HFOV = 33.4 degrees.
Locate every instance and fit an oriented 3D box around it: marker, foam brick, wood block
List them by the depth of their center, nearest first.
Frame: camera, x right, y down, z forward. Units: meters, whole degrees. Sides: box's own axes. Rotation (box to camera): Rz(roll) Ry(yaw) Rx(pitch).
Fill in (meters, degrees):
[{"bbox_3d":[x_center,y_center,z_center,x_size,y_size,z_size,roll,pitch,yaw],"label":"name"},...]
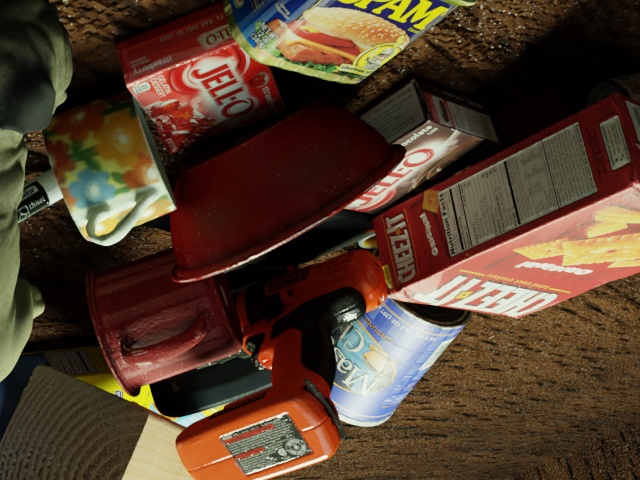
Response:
[{"bbox_3d":[-0.199,-0.006,0.615,0.121,0.020,0.020,-36,167,-29],"label":"marker"},{"bbox_3d":[0.161,-0.068,0.794,0.051,0.053,0.078,-20,158,1],"label":"foam brick"},{"bbox_3d":[-0.154,0.165,0.799,0.091,0.090,0.206,20,167,14],"label":"wood block"}]

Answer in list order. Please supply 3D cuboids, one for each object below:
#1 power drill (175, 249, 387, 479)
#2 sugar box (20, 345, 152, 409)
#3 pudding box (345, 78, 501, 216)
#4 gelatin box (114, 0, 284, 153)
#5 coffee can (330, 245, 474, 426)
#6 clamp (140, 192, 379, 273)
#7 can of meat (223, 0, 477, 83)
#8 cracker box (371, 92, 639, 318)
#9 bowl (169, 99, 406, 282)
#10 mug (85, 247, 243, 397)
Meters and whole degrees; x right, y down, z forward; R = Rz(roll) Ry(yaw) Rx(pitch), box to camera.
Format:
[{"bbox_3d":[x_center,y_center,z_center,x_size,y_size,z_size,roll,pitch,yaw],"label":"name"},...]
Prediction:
[{"bbox_3d":[-0.044,0.089,0.755,0.185,0.187,0.057,-24,116,21],"label":"power drill"},{"bbox_3d":[-0.231,0.140,0.918,0.175,0.048,0.093,-5,129,-40],"label":"sugar box"},{"bbox_3d":[0.053,-0.060,0.737,0.114,0.039,0.089,-34,154,32],"label":"pudding box"},{"bbox_3d":[-0.064,-0.088,0.585,0.073,0.030,0.089,-21,159,0],"label":"gelatin box"},{"bbox_3d":[0.056,0.083,0.949,0.102,0.103,0.140,-1,137,-40],"label":"coffee can"},{"bbox_3d":[-0.055,0.001,0.791,0.209,0.036,0.165,-7,155,-22],"label":"clamp"},{"bbox_3d":[0.013,-0.126,0.530,0.101,0.057,0.084,6,149,-47],"label":"can of meat"},{"bbox_3d":[0.171,-0.011,0.757,0.163,0.072,0.214,12,150,-43],"label":"cracker box"},{"bbox_3d":[-0.032,-0.039,0.639,0.162,0.055,0.162,-28,-169,6],"label":"bowl"},{"bbox_3d":[-0.101,0.052,0.707,0.081,0.093,0.117,-19,-165,1],"label":"mug"}]
